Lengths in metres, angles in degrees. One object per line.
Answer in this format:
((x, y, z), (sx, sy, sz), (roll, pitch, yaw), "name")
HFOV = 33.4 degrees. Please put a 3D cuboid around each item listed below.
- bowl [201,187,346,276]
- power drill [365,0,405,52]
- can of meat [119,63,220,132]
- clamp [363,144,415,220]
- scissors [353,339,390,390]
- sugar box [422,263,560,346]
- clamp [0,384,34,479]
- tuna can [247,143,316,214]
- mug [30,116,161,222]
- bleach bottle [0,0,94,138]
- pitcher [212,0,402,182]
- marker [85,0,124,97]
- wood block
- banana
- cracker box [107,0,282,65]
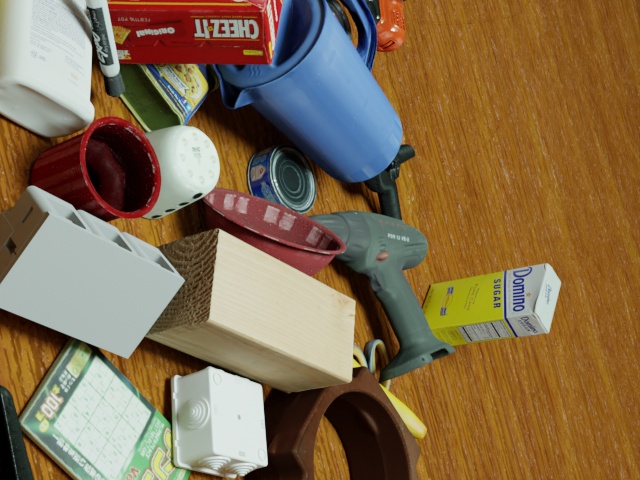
((-0.057, 0.001, 1.105), (0.161, 0.162, 0.055), (5, 110, -52), "bowl")
((0.026, -0.325, 1.217), (0.187, 0.057, 0.184), (22, 52, -43), "power drill")
((-0.160, -0.167, 1.077), (0.102, 0.058, 0.083), (54, 42, -26), "can of meat")
((0.081, -0.080, 1.340), (0.171, 0.039, 0.120), (24, 66, -65), "clamp")
((0.055, 0.209, 1.255), (0.096, 0.016, 0.201), (28, 55, -43), "scissors")
((0.214, 0.086, 1.376), (0.048, 0.177, 0.093), (52, 41, -27), "sugar box")
((-0.242, 0.239, 0.829), (0.210, 0.036, 0.164), (60, 38, -20), "clamp")
((-0.043, -0.066, 1.214), (0.086, 0.034, 0.086), (24, 59, -47), "tuna can")
((-0.199, -0.061, 0.963), (0.093, 0.082, 0.117), (60, 39, -19), "mug")
((-0.249, -0.226, 0.979), (0.102, 0.068, 0.251), (32, 50, -48), "bleach bottle")
((0.003, -0.171, 1.161), (0.242, 0.149, 0.145), (43, 34, -52), "pitcher")
((-0.197, -0.180, 0.976), (0.121, 0.020, 0.020), (88, 18, -47), "marker")
((-0.064, 0.074, 1.031), (0.205, 0.090, 0.091), (30, 55, -45), "wood block")
((0.040, 0.156, 1.204), (0.037, 0.070, 0.197), (-48, 108, -15), "banana")
((-0.117, -0.264, 1.047), (0.072, 0.164, 0.213), (84, 10, -46), "cracker box")
